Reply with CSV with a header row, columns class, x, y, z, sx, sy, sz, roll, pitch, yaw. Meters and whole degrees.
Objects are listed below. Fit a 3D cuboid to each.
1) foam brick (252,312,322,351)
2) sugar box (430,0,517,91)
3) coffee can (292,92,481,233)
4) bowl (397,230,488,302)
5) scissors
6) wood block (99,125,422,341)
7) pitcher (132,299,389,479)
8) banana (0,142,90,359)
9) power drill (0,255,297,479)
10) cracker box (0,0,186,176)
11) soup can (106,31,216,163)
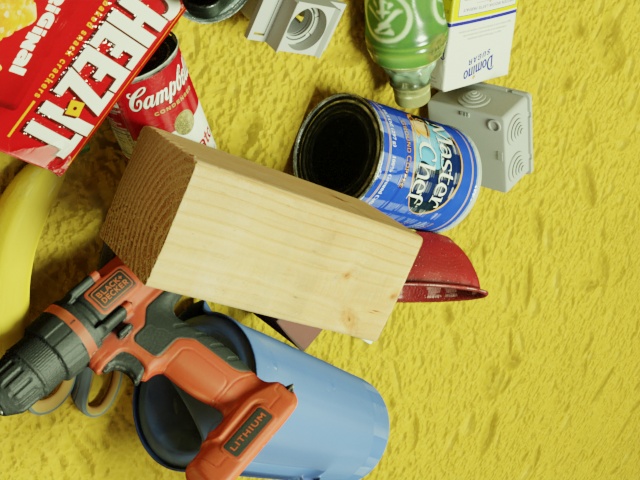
class,x,y,z,sx,sy,sz,roll,pitch,yaw
foam brick,-0.033,0.049,0.938,0.051,0.078,0.053,-47,137,-10
sugar box,0.137,-0.230,0.961,0.093,0.048,0.176,-19,128,-36
coffee can,0.060,-0.065,0.940,0.140,0.103,0.103,10,106,-46
bowl,0.075,0.025,0.993,0.161,0.162,0.055,11,78,-46
scissors,-0.192,0.058,0.838,0.096,0.016,0.202,-17,124,-36
wood block,-0.040,-0.002,0.774,0.205,0.091,0.090,17,102,-37
pitcher,-0.040,0.163,0.954,0.242,0.145,0.149,27,90,-51
banana,-0.216,0.019,0.776,0.069,0.037,0.198,5,109,-44
power drill,-0.125,0.105,0.781,0.184,0.187,0.057,-45,174,-30
cracker box,-0.192,-0.145,0.634,0.164,0.072,0.213,-51,149,7
soup can,-0.121,-0.094,0.779,0.068,0.069,0.102,-38,135,-22
